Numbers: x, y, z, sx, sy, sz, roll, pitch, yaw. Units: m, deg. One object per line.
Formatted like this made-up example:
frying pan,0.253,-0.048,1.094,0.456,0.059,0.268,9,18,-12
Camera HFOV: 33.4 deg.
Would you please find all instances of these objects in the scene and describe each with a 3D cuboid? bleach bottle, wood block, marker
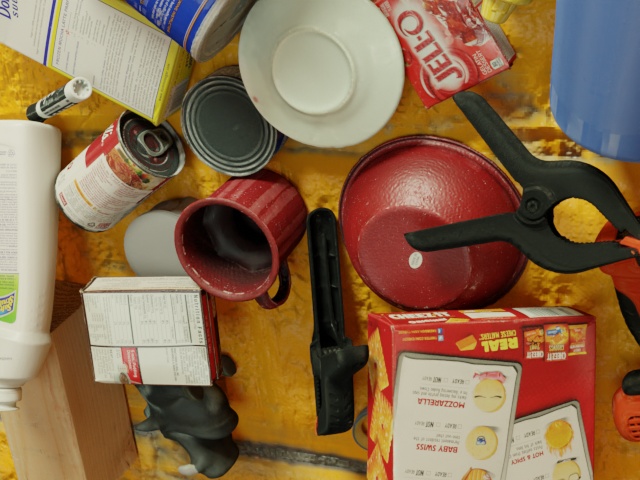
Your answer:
bleach bottle,-0.283,0.023,0.942,0.103,0.068,0.251,1,88,23
wood block,-0.256,0.150,1.053,0.090,0.090,0.206,6,119,22
marker,-0.224,-0.117,0.906,0.121,0.020,0.020,-9,116,57

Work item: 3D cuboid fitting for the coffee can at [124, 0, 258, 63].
coffee can,-0.111,-0.213,0.780,0.140,0.102,0.103,39,125,1

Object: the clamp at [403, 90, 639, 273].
clamp,0.143,-0.018,0.754,0.172,0.039,0.120,32,110,19

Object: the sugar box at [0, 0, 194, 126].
sugar box,-0.187,-0.175,0.871,0.176,0.048,0.093,30,128,10

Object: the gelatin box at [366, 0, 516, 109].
gelatin box,0.088,-0.149,0.769,0.073,0.030,0.089,-24,105,33

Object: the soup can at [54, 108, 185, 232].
soup can,-0.173,-0.058,0.915,0.102,0.068,0.068,-35,99,35

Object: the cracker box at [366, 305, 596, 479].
cracker box,0.121,0.160,0.818,0.164,0.072,0.214,-2,96,-13

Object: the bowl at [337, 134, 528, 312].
bowl,0.081,0.002,0.840,0.162,0.055,0.162,11,121,19

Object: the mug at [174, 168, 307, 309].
mug,-0.056,0.001,0.885,0.093,0.081,0.117,-19,108,31

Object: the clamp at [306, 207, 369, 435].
clamp,0.012,0.101,0.885,0.036,0.164,0.210,-5,127,-7

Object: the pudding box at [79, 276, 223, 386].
pudding box,-0.144,0.078,0.917,0.113,0.039,0.090,-1,107,11

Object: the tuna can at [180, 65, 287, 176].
tuna can,-0.068,-0.098,0.866,0.086,0.033,0.086,11,120,19
